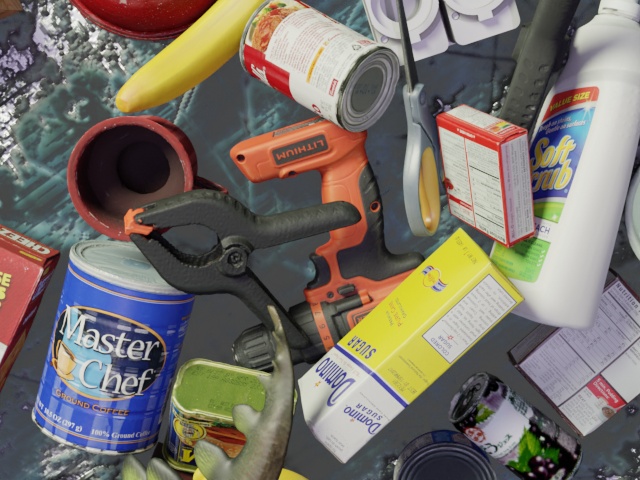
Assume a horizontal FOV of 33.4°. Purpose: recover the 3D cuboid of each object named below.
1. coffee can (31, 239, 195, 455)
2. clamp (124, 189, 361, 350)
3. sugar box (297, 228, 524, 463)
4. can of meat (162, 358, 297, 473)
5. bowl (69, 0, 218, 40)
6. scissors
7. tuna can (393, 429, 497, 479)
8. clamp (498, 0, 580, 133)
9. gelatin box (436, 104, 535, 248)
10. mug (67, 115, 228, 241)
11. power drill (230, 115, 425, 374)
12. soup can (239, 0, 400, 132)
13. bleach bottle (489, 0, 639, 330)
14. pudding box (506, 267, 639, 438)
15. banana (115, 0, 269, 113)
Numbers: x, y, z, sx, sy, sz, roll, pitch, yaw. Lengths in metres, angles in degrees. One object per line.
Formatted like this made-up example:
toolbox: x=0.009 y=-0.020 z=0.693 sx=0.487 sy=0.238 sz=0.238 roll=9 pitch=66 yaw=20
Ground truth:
coffee can: x=-0.160 y=0.082 z=0.837 sx=0.103 sy=0.103 sz=0.140 roll=16 pitch=102 yaw=-2
clamp: x=-0.055 y=0.001 z=0.783 sx=0.171 sy=0.039 sz=0.120 roll=25 pitch=95 yaw=-22
sugar box: x=0.061 y=0.075 z=0.785 sx=0.176 sy=0.093 sz=0.048 roll=-42 pitch=106 yaw=6
can of meat: x=-0.072 y=0.145 z=0.853 sx=0.102 sy=0.057 sz=0.084 roll=12 pitch=137 yaw=-2
bowl: x=-0.133 y=-0.230 z=0.795 sx=0.162 sy=0.055 sz=0.162 roll=0 pitch=102 yaw=1
scissors: x=0.078 y=-0.103 z=0.793 sx=0.016 sy=0.096 sz=0.202 roll=5 pitch=110 yaw=26
tuna can: x=0.104 y=0.203 z=0.893 sx=0.086 sy=0.033 sz=0.086 roll=0 pitch=102 yaw=1
clamp: x=0.160 y=-0.142 z=0.769 sx=0.036 sy=0.164 sz=0.210 roll=20 pitch=111 yaw=7
gelatin box: x=0.123 y=-0.048 z=0.787 sx=0.030 sy=0.073 sz=0.089 roll=-25 pitch=122 yaw=-21
mug: x=-0.127 y=-0.049 z=0.819 sx=0.117 sy=0.081 sz=0.093 roll=14 pitch=102 yaw=-2
power drill: x=-0.005 y=0.003 z=0.842 sx=0.184 sy=0.057 sz=0.187 roll=-19 pitch=104 yaw=1
soup can: x=0.000 y=-0.130 z=0.784 sx=0.102 sy=0.068 sz=0.068 roll=34 pitch=103 yaw=30
bleach bottle: x=0.193 y=-0.064 z=0.812 sx=0.068 sy=0.103 sz=0.251 roll=11 pitch=96 yaw=-26
pudding box: x=0.224 y=0.091 z=0.866 sx=0.113 sy=0.039 sz=0.090 roll=-42 pitch=98 yaw=7
banana: x=-0.075 y=-0.165 z=0.799 sx=0.198 sy=0.069 sz=0.037 roll=-46 pitch=72 yaw=3
